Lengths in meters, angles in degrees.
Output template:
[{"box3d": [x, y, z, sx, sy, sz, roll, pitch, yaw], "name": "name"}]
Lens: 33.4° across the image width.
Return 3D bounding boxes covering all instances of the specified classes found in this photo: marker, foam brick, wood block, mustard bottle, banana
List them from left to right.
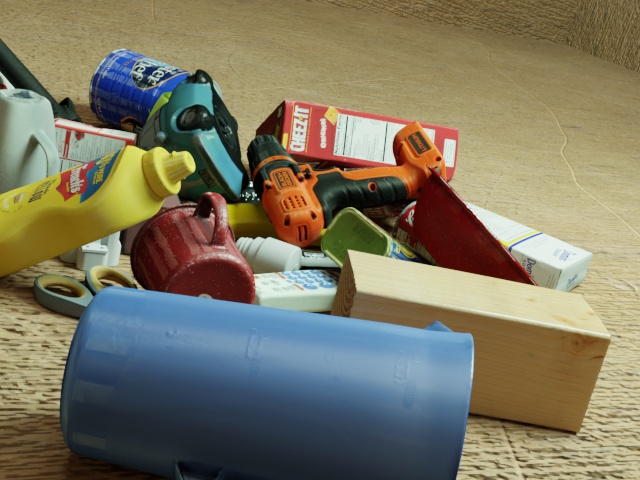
[{"box3d": [-0.191, -0.033, 0.885, 0.192, 0.058, 0.096, -19, 27, 16], "name": "mustard bottle"}, {"box3d": [-0.166, -0.022, 1.034, 0.051, 0.053, 0.078, 7, 20, -17], "name": "foam brick"}, {"box3d": [-0.070, -0.011, 1.099, 0.197, 0.037, 0.070, -5, 45, -40], "name": "banana"}, {"box3d": [0.018, 0.022, 1.082, 0.120, 0.020, 0.020, 3, 21, -27], "name": "marker"}, {"box3d": [0.114, 0.080, 0.870, 0.206, 0.091, 0.090, 11, 19, -7], "name": "wood block"}]

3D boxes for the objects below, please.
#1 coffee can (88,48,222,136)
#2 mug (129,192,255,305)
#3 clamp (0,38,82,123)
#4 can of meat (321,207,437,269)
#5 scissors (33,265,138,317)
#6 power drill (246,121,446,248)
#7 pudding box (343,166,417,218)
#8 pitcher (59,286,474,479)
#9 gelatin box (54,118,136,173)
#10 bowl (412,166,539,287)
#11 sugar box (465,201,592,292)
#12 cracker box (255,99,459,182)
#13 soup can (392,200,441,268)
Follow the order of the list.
[{"box3d": [-0.211, -0.179, 1.373, 0.140, 0.103, 0.102, 23, 21, 27], "name": "coffee can"}, {"box3d": [-0.098, 0.018, 0.875, 0.093, 0.117, 0.082, 10, 23, -29], "name": "mug"}, {"box3d": [-0.297, -0.139, 1.199, 0.210, 0.036, 0.164, 50, 3, 37], "name": "clamp"}, {"box3d": [0.057, 0.021, 1.004, 0.083, 0.057, 0.102, 34, 5, -36], "name": "can of meat"}, {"box3d": [-0.171, 0.065, 0.839, 0.096, 0.016, 0.202, 4, 21, -22], "name": "scissors"}, {"box3d": [0.024, -0.069, 1.101, 0.187, 0.057, 0.184, -14, 38, -8], "name": "power drill"}, {"box3d": [0.071, -0.053, 1.203, 0.090, 0.039, 0.113, -4, -13, 2], "name": "pudding box"}, {"box3d": [-0.033, 0.109, 0.658, 0.243, 0.145, 0.149, 10, 6, 3], "name": "pitcher"}, {"box3d": [-0.244, -0.084, 1.126, 0.089, 0.073, 0.030, 11, 18, -4], "name": "gelatin box"}, {"box3d": [0.136, 0.007, 1.000, 0.162, 0.055, 0.162, 48, 6, -7], "name": "bowl"}, {"box3d": [0.208, 0.008, 1.212, 0.176, 0.048, 0.093, 28, 25, 28], "name": "sugar box"}, {"box3d": [0.037, -0.103, 1.287, 0.213, 0.072, 0.164, 8, -9, -14], "name": "cracker box"}, {"box3d": [0.133, 0.006, 1.130, 0.068, 0.068, 0.102, -1, 24, -37], "name": "soup can"}]
